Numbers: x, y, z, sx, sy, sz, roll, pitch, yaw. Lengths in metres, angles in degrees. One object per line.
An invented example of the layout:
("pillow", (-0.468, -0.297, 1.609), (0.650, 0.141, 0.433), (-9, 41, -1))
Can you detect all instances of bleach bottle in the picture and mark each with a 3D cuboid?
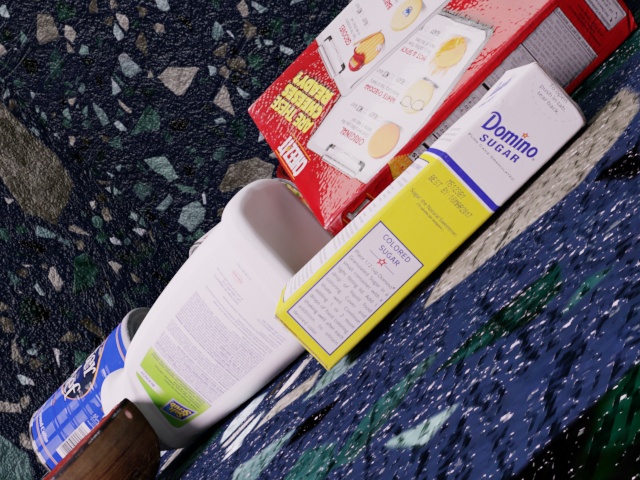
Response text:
("bleach bottle", (-0.084, 0.070, 0.723), (0.251, 0.102, 0.068), (-42, 0, 36))

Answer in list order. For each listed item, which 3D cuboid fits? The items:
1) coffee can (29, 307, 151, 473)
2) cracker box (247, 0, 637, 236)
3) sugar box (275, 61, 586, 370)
("coffee can", (-0.172, 0.142, 0.937), (0.140, 0.103, 0.102), (-45, 4, 19))
("cracker box", (0.069, -0.107, 0.681), (0.214, 0.072, 0.164), (-46, 37, 10))
("sugar box", (0.055, -0.014, 0.554), (0.176, 0.048, 0.093), (-42, 4, 6))
